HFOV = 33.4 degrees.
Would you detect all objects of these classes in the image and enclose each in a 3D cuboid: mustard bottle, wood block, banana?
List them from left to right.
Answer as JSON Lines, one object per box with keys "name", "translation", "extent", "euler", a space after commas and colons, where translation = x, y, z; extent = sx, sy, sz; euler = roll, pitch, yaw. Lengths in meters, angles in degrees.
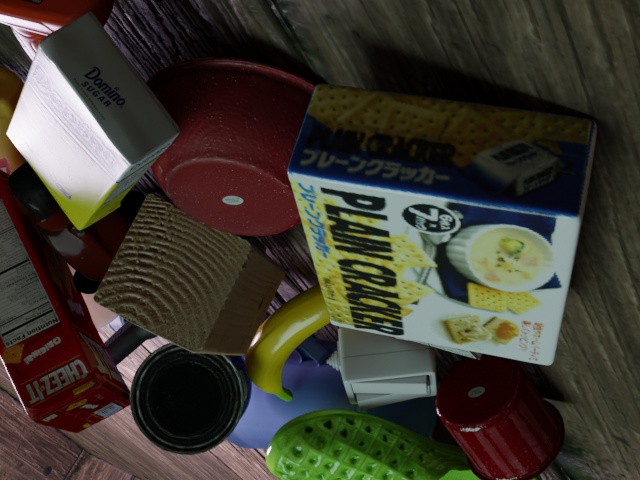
{"name": "mustard bottle", "translation": [-0.303, -0.082, 1.006], "extent": [0.096, 0.058, 0.191], "euler": [11, 144, 12]}
{"name": "wood block", "translation": [-0.097, 0.035, 0.863], "extent": [0.090, 0.091, 0.206], "euler": [26, 176, 8]}
{"name": "banana", "translation": [-0.022, 0.085, 0.967], "extent": [0.069, 0.037, 0.198], "euler": [3, 143, -29]}

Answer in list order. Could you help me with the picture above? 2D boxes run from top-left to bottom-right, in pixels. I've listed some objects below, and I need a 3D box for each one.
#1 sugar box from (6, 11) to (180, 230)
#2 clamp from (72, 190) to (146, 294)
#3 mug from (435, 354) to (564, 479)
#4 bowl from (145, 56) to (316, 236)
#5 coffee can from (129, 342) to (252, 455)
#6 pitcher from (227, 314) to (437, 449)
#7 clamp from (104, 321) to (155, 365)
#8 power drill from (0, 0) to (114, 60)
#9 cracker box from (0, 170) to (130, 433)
{"name": "sugar box", "translation": [-0.156, -0.071, 0.706], "extent": [0.093, 0.048, 0.176], "euler": [53, 157, -3]}
{"name": "clamp", "translation": [-0.180, -0.015, 1.004], "extent": [0.171, 0.120, 0.039], "euler": [-122, 10, -62]}
{"name": "mug", "translation": [0.147, 0.144, 0.924], "extent": [0.081, 0.093, 0.117], "euler": [53, -178, -35]}
{"name": "bowl", "translation": [-0.053, -0.050, 0.719], "extent": [0.162, 0.055, 0.162], "euler": [9, 150, 5]}
{"name": "coffee can", "translation": [-0.120, 0.144, 1.016], "extent": [0.103, 0.103, 0.140], "euler": [31, 176, 1]}
{"name": "pitcher", "translation": [-0.004, 0.154, 1.098], "extent": [0.149, 0.145, 0.243], "euler": [13, 170, -38]}
{"name": "clamp", "translation": [-0.174, 0.075, 1.114], "extent": [0.210, 0.164, 0.036], "euler": [-13, 138, 30]}
{"name": "power drill", "translation": [-0.154, -0.119, 0.768], "extent": [0.185, 0.057, 0.187], "euler": [18, 155, 22]}
{"name": "cracker box", "translation": [-0.249, 0.057, 0.947], "extent": [0.214, 0.072, 0.164], "euler": [61, 174, 12]}
